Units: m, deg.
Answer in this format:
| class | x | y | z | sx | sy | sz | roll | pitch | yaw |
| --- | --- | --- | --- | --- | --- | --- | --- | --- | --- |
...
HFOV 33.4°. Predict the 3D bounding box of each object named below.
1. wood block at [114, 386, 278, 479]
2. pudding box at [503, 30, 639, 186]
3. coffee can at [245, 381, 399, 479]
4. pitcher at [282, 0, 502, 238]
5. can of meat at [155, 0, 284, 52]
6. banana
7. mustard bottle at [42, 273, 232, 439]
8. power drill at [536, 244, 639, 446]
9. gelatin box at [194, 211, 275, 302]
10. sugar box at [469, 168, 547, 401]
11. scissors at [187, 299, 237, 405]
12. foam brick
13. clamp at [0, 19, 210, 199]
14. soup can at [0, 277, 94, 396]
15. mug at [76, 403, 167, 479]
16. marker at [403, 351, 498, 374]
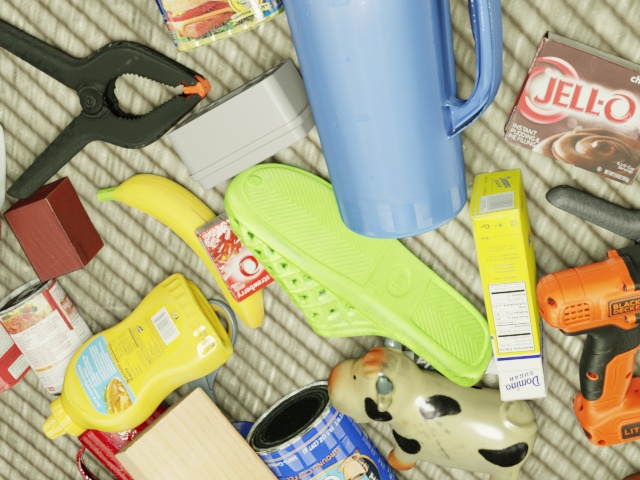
| class | x | y | z | sx | sy | sz | roll | pitch | yaw |
| --- | --- | --- | --- | --- | --- | --- | --- | --- | --- |
| wood block | -0.086 | 0.245 | 0.982 | 0.206 | 0.090 | 0.091 | 50 | 158 | 0 |
| pudding box | 0.216 | -0.107 | 0.861 | 0.113 | 0.039 | 0.090 | 20 | 117 | 2 |
| coffee can | 0.009 | 0.221 | 1.024 | 0.103 | 0.102 | 0.140 | -28 | 106 | 22 |
| pitcher | 0.056 | -0.127 | 0.836 | 0.145 | 0.149 | 0.243 | -17 | 116 | -9 |
| can of meat | -0.089 | -0.210 | 0.870 | 0.102 | 0.057 | 0.084 | -15 | 114 | 19 |
| banana | -0.114 | 0.000 | 0.988 | 0.197 | 0.037 | 0.070 | 43 | 138 | -7 |
| mustard bottle | -0.180 | 0.122 | 0.991 | 0.191 | 0.058 | 0.096 | -37 | 62 | 4 |
| power drill | 0.279 | 0.083 | 0.900 | 0.184 | 0.057 | 0.187 | -11 | 125 | 3 |
| gelatin box | -0.056 | 0.001 | 0.955 | 0.089 | 0.030 | 0.073 | -31 | 106 | -9 |
| sugar box | 0.163 | 0.038 | 0.911 | 0.048 | 0.093 | 0.176 | -9 | 113 | 16 |
| scissors | -0.098 | 0.143 | 1.039 | 0.096 | 0.016 | 0.202 | -27 | 95 | 15 |
| foam brick | -0.250 | -0.010 | 1.001 | 0.051 | 0.053 | 0.078 | -18 | 109 | 19 |
| clamp | -0.201 | -0.115 | 0.946 | 0.210 | 0.036 | 0.164 | 2 | 107 | 9 |
| soup can | -0.263 | 0.092 | 1.043 | 0.069 | 0.068 | 0.102 | -23 | 109 | 21 |
| mug | -0.195 | 0.201 | 1.066 | 0.117 | 0.093 | 0.081 | -43 | 95 | 14 |
| marker | 0.107 | 0.113 | 0.999 | 0.121 | 0.020 | 0.020 | 1 | 115 | 12 |
